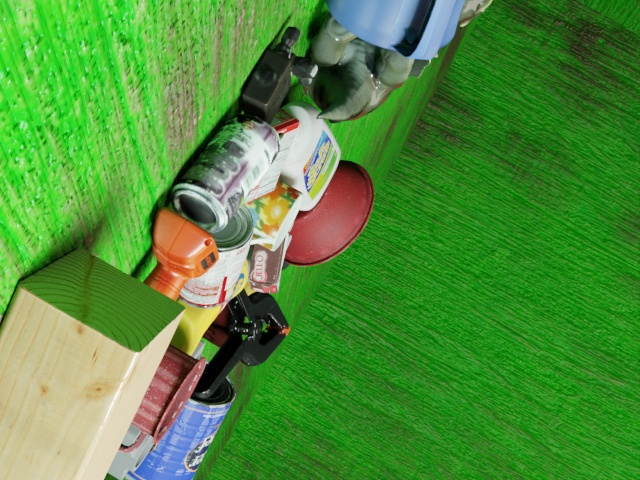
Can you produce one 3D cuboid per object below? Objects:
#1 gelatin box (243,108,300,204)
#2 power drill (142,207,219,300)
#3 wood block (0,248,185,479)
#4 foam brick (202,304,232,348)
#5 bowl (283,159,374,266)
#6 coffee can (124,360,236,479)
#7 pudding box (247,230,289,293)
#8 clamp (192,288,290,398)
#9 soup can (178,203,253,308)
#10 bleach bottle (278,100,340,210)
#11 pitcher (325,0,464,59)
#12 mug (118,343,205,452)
[{"bbox_3d":[-0.063,-0.080,1.049,0.073,0.030,0.089,-30,150,-53],"label":"gelatin box"},{"bbox_3d":[-0.157,0.066,0.880,0.187,0.057,0.184,-57,178,-10],"label":"power drill"},{"bbox_3d":[-0.184,0.123,0.728,0.206,0.090,0.090,-63,175,20],"label":"wood block"},{"bbox_3d":[-0.128,0.097,1.369,0.051,0.053,0.078,-58,173,-27],"label":"foam brick"},{"bbox_3d":[-0.013,-0.049,1.377,0.055,0.162,0.162,42,73,-44],"label":"bowl"},{"bbox_3d":[-0.177,0.222,1.293,0.140,0.103,0.102,-63,175,20],"label":"coffee can"},{"bbox_3d":[-0.058,0.001,1.239,0.090,0.039,0.113,108,-7,-81],"label":"pudding box"},{"bbox_3d":[-0.095,0.117,1.304,0.209,0.036,0.164,30,71,-65],"label":"clamp"},{"bbox_3d":[-0.105,0.010,1.017,0.068,0.068,0.102,-57,173,-37],"label":"soup can"},{"bbox_3d":[-0.030,-0.098,1.209,0.102,0.068,0.250,-61,173,-1],"label":"bleach bottle"},{"bbox_3d":[0.099,-0.293,0.958,0.144,0.149,0.243,-41,160,-41],"label":"pitcher"},{"bbox_3d":[-0.172,0.141,1.003,0.117,0.081,0.093,-61,175,-2],"label":"mug"}]
